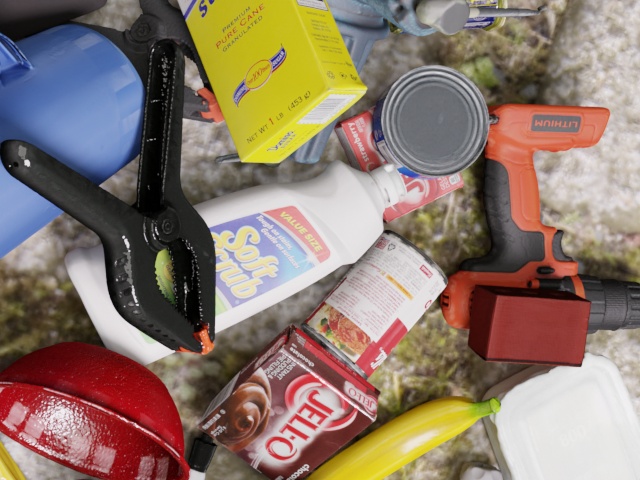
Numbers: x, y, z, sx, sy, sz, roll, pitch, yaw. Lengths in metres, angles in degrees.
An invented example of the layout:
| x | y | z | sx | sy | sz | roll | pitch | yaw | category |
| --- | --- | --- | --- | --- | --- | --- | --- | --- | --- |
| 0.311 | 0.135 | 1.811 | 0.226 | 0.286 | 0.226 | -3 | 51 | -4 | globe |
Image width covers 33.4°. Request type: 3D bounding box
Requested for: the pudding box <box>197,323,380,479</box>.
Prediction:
| x | y | z | sx | sy | sz | roll | pitch | yaw | category |
| --- | --- | --- | --- | --- | --- | --- | --- | --- | --- |
| -0.024 | 0.127 | 0.804 | 0.090 | 0.039 | 0.114 | 39 | 124 | -11 | pudding box |

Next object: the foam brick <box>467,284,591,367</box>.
| x | y | z | sx | sy | sz | roll | pitch | yaw | category |
| --- | --- | --- | --- | --- | --- | --- | --- | --- | --- |
| 0.158 | 0.064 | 0.816 | 0.078 | 0.053 | 0.051 | 4 | 97 | -10 | foam brick |

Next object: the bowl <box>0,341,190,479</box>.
| x | y | z | sx | sy | sz | roll | pitch | yaw | category |
| --- | --- | --- | --- | --- | --- | --- | --- | --- | --- |
| -0.160 | 0.118 | 0.758 | 0.162 | 0.162 | 0.055 | 27 | 58 | -13 | bowl |

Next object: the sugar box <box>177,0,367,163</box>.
| x | y | z | sx | sy | sz | roll | pitch | yaw | category |
| --- | --- | --- | --- | --- | --- | --- | --- | --- | --- |
| -0.043 | -0.150 | 0.714 | 0.048 | 0.093 | 0.176 | -7 | 68 | -51 | sugar box |

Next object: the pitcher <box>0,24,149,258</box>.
| x | y | z | sx | sy | sz | roll | pitch | yaw | category |
| --- | --- | --- | --- | --- | --- | --- | --- | --- | --- |
| -0.221 | -0.057 | 0.671 | 0.242 | 0.149 | 0.145 | -42 | 106 | -44 | pitcher |

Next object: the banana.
| x | y | z | sx | sy | sz | roll | pitch | yaw | category |
| --- | --- | --- | --- | --- | --- | --- | --- | --- | --- |
| 0.046 | 0.169 | 0.836 | 0.197 | 0.070 | 0.037 | -29 | 80 | -12 | banana |

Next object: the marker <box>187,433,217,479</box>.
| x | y | z | sx | sy | sz | roll | pitch | yaw | category |
| --- | --- | --- | --- | --- | --- | --- | --- | --- | --- |
| -0.107 | 0.208 | 0.826 | 0.020 | 0.020 | 0.121 | 21 | 87 | -13 | marker |

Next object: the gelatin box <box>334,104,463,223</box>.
| x | y | z | sx | sy | sz | roll | pitch | yaw | category |
| --- | --- | --- | --- | --- | --- | --- | --- | --- | --- |
| 0.063 | -0.068 | 0.852 | 0.073 | 0.030 | 0.089 | -26 | 97 | -11 | gelatin box |

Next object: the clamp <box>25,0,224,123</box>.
| x | y | z | sx | sy | sz | roll | pitch | yaw | category |
| --- | --- | --- | --- | --- | --- | --- | --- | --- | --- |
| -0.136 | -0.141 | 0.772 | 0.120 | 0.039 | 0.171 | -37 | 68 | 0 | clamp |

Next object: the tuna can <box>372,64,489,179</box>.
| x | y | z | sx | sy | sz | roll | pitch | yaw | category |
| --- | --- | --- | --- | --- | --- | --- | --- | --- | --- |
| 0.084 | -0.090 | 0.822 | 0.086 | 0.034 | 0.086 | 0 | 88 | -12 | tuna can |

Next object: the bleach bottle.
| x | y | z | sx | sy | sz | roll | pitch | yaw | category |
| --- | --- | --- | --- | --- | --- | --- | --- | --- | --- |
| -0.055 | 0.001 | 0.799 | 0.250 | 0.068 | 0.102 | -27 | 100 | -7 | bleach bottle |

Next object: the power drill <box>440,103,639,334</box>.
| x | y | z | sx | sy | sz | roll | pitch | yaw | category |
| --- | --- | --- | --- | --- | --- | --- | --- | --- | --- |
| 0.192 | -0.016 | 0.870 | 0.184 | 0.057 | 0.188 | 2 | 91 | -13 | power drill |

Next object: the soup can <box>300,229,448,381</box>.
| x | y | z | sx | sy | sz | roll | pitch | yaw | category |
| --- | --- | --- | --- | --- | --- | --- | --- | --- | --- |
| 0.042 | 0.050 | 0.832 | 0.068 | 0.069 | 0.102 | 43 | 82 | -11 | soup can |

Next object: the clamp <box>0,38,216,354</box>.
| x | y | z | sx | sy | sz | roll | pitch | yaw | category |
| --- | --- | --- | --- | --- | --- | --- | --- | --- | --- |
| -0.121 | -0.009 | 0.696 | 0.164 | 0.036 | 0.210 | -38 | 122 | -48 | clamp |
